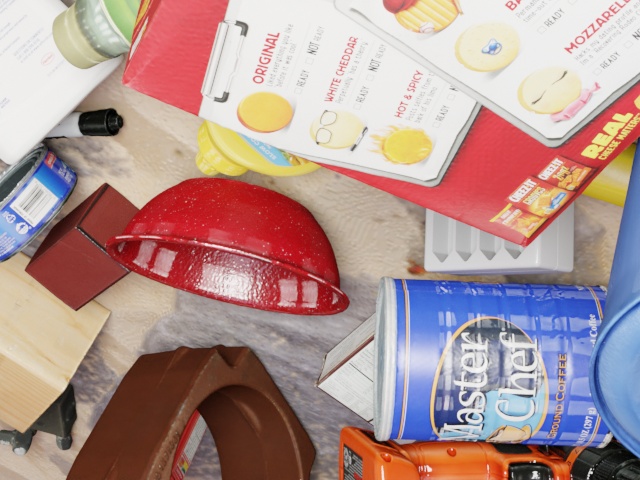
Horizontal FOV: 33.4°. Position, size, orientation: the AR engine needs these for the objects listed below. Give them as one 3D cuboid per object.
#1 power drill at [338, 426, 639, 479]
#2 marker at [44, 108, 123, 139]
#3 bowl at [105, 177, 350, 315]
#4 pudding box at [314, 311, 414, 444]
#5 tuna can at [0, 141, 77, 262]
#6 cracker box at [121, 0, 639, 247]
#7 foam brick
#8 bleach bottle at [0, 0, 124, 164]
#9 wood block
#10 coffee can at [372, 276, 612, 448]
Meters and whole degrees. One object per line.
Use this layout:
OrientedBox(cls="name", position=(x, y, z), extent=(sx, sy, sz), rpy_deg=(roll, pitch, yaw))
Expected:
OrientedBox(cls="power drill", position=(0.115, 0.156, 0.695), extent=(0.187, 0.057, 0.185), rpy_deg=(2, 179, -15))
OrientedBox(cls="marker", position=(-0.188, -0.078, 0.727), extent=(0.121, 0.020, 0.020), rpy_deg=(0, 131, 22))
OrientedBox(cls="bowl", position=(-0.055, 0.001, 0.694), extent=(0.162, 0.055, 0.162), rpy_deg=(12, 165, 3))
OrientedBox(cls="pudding box", position=(0.063, 0.094, 0.773), extent=(0.090, 0.039, 0.114), rpy_deg=(37, 131, -10))
OrientedBox(cls="tuna can", position=(-0.208, -0.026, 0.737), extent=(0.086, 0.086, 0.033), rpy_deg=(-26, 119, 38))
OrientedBox(cls="cracker box", position=(0.047, -0.101, 0.452), extent=(0.213, 0.072, 0.164), rpy_deg=(21, 134, -20))
OrientedBox(cls="foam brick", position=(-0.166, 0.006, 0.773), extent=(0.051, 0.053, 0.078), rpy_deg=(42, 133, -18))
OrientedBox(cls="bleach bottle", position=(-0.239, -0.165, 0.625), extent=(0.250, 0.102, 0.068), rpy_deg=(46, 172, -13))
OrientedBox(cls="wood block", position=(-0.285, 0.048, 0.834), extent=(0.206, 0.090, 0.091), rpy_deg=(36, 133, -12))
OrientedBox(cls="coffee can", position=(0.106, 0.076, 0.669), extent=(0.140, 0.103, 0.103), rpy_deg=(2, 134, 0))
